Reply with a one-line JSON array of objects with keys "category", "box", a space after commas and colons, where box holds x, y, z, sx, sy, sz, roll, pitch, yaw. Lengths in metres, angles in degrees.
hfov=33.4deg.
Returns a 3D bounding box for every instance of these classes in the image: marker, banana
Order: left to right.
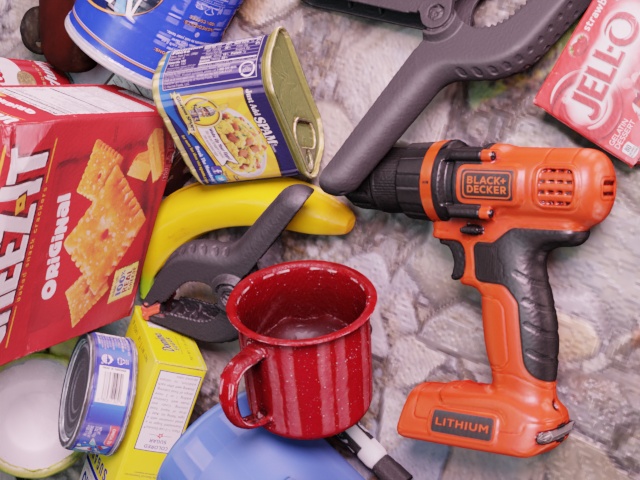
[{"category": "banana", "box": [-0.066, -0.014, 0.769, 0.198, 0.037, 0.069, -18, 106, 33]}, {"category": "marker", "box": [0.018, 0.129, 0.735, 0.121, 0.020, 0.020, 44, 114, 21]}]

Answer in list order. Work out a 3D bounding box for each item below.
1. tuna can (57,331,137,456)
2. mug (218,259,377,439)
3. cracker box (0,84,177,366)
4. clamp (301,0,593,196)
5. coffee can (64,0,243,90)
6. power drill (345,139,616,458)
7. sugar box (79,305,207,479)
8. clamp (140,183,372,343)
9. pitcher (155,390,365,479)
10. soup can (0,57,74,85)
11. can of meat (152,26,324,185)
[{"category": "tuna can", "box": [-0.159, 0.109, 0.759, 0.086, 0.033, 0.086, -44, 40, 52]}, {"category": "mug", "box": [-0.017, 0.075, 0.665, 0.093, 0.117, 0.081, 20, 128, 35]}, {"category": "cracker box", "box": [-0.182, -0.013, 0.687, 0.072, 0.213, 0.164, 21, 105, 16]}, {"category": "clamp", "box": [0.072, -0.138, 0.662, 0.210, 0.036, 0.164, -27, 61, 22]}, {"category": "coffee can", "box": [-0.099, -0.186, 0.734, 0.103, 0.102, 0.140, 42, 113, 22]}, {"category": "power drill", "box": [0.088, 0.031, 0.663, 0.185, 0.057, 0.188, 4, 97, 37]}, {"category": "sugar box", "box": [-0.138, 0.148, 0.794, 0.176, 0.048, 0.093, -68, 25, 14]}, {"category": "clamp", "box": [-0.055, 0.022, 0.738, 0.172, 0.039, 0.120, -5, 108, 24]}, {"category": "pitcher", "box": [0.004, 0.208, 0.683, 0.243, 0.144, 0.149, 44, 113, 24]}, {"category": "soup can", "box": [-0.251, -0.110, 0.833, 0.069, 0.102, 0.068, 2, 95, 31]}, {"category": "can of meat", "box": [-0.053, -0.085, 0.708, 0.084, 0.057, 0.102, -6, 135, 18]}]
